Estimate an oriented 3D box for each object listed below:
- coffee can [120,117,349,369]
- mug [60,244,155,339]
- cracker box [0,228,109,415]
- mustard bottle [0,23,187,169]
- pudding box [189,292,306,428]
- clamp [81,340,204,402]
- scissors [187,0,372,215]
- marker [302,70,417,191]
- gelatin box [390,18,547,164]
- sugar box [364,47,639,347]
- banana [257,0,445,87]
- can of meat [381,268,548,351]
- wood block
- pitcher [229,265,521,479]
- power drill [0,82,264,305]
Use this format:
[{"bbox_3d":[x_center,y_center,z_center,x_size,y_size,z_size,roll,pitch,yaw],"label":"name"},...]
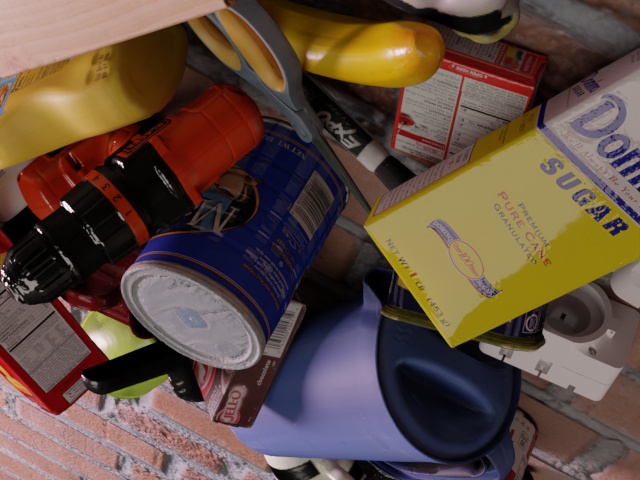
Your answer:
[{"bbox_3d":[-0.055,0.001,0.720,0.103,0.140,0.103,20,146,14],"label":"coffee can"},{"bbox_3d":[-0.167,0.028,0.872,0.082,0.117,0.093,21,119,22],"label":"mug"},{"bbox_3d":[-0.279,0.029,0.851,0.164,0.072,0.213,30,158,39],"label":"cracker box"},{"bbox_3d":[-0.181,-0.092,0.697,0.192,0.096,0.058,-15,129,30],"label":"mustard bottle"},{"bbox_3d":[-0.058,0.072,0.814,0.039,0.090,0.113,17,109,-26],"label":"pudding box"},{"bbox_3d":[-0.111,0.087,0.885,0.036,0.164,0.210,22,157,28],"label":"clamp"},{"bbox_3d":[-0.024,-0.083,0.643,0.096,0.016,0.201,34,165,35],"label":"scissors"},{"bbox_3d":[0.015,-0.069,0.654,0.121,0.020,0.020,44,148,9],"label":"marker"},{"bbox_3d":[0.083,-0.077,0.612,0.073,0.030,0.089,21,145,11],"label":"gelatin box"},{"bbox_3d":[0.122,-0.020,0.574,0.176,0.048,0.093,-30,105,29],"label":"sugar box"},{"bbox_3d":[0.005,-0.109,0.583,0.069,0.037,0.198,11,-171,-46],"label":"banana"},{"bbox_3d":[0.096,0.015,0.665,0.102,0.057,0.084,13,99,23],"label":"can of meat"},{"bbox_3d":[-0.124,-0.168,0.595,0.207,0.090,0.090,-5,133,42],"label":"wood block"},{"bbox_3d":[0.031,0.116,0.820,0.144,0.149,0.243,10,163,-33],"label":"pitcher"},{"bbox_3d":[-0.140,-0.034,0.692,0.057,0.184,0.188,58,162,-22],"label":"power drill"}]
